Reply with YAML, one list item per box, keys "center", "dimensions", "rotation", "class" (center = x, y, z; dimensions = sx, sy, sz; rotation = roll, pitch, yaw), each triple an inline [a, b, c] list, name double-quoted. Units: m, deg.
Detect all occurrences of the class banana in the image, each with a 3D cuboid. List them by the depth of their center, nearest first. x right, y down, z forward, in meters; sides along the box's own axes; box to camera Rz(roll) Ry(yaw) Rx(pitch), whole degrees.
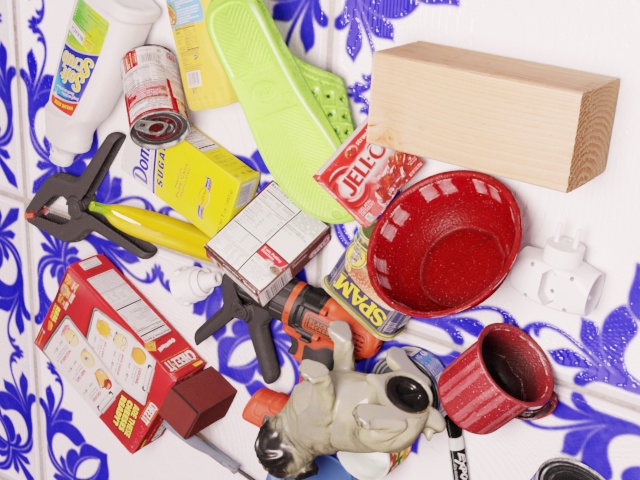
- center: [-0.182, -0.006, 1.289]
  dimensions: [0.198, 0.069, 0.037]
  rotation: [17, 101, 15]
  class: "banana"

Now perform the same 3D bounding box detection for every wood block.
- center: [0.155, -0.118, 0.981]
  dimensions: [0.206, 0.090, 0.091]
  rotation: [18, 116, 32]
  class: "wood block"

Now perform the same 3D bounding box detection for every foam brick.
- center: [-0.153, 0.202, 1.337]
  dimensions: [0.051, 0.078, 0.053]
  rotation: [41, 124, 19]
  class: "foam brick"

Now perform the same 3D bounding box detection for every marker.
- center: [0.150, 0.242, 1.160]
  dimensions: [0.020, 0.020, 0.121]
  rotation: [1, 107, 37]
  class: "marker"

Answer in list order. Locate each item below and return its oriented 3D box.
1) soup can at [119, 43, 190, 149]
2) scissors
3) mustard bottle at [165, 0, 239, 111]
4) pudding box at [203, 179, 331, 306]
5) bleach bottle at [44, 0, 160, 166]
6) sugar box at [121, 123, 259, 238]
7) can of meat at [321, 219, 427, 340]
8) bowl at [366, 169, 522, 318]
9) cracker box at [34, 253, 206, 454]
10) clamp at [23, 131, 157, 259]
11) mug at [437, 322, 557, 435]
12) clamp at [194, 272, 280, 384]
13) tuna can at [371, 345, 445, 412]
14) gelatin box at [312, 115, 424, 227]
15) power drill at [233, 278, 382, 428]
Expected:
- center: [-0.189, -0.164, 1.213]
  dimensions: [0.069, 0.068, 0.102]
  rotation: [-42, 50, 39]
  class: "soup can"
- center: [-0.125, 0.277, 1.348]
  dimensions: [0.202, 0.096, 0.016]
  rotation: [31, 83, 27]
  class: "scissors"
- center: [-0.130, -0.241, 1.169]
  dimensions: [0.096, 0.058, 0.191]
  rotation: [5, 110, 58]
  class: "mustard bottle"
- center: [-0.058, 0.002, 1.174]
  dimensions: [0.090, 0.113, 0.039]
  rotation: [40, 162, 20]
  class: "pudding box"
- center: [-0.276, -0.192, 1.286]
  dimensions: [0.103, 0.067, 0.251]
  rotation: [44, 125, 26]
  class: "bleach bottle"
- center: [-0.156, -0.082, 1.257]
  dimensions: [0.176, 0.048, 0.093]
  rotation: [34, 124, 22]
  class: "sugar box"
- center: [0.065, 0.040, 1.128]
  dimensions: [0.102, 0.057, 0.084]
  rotation: [43, 124, 16]
  class: "can of meat"
- center: [0.128, 0.013, 1.040]
  dimensions: [0.162, 0.055, 0.162]
  rotation: [-16, 54, 23]
  class: "bowl"
- center: [-0.267, 0.147, 1.408]
  dimensions: [0.214, 0.071, 0.164]
  rotation: [44, 127, 15]
  class: "cracker box"
- center: [-0.307, -0.057, 1.386]
  dimensions: [0.210, 0.036, 0.164]
  rotation: [1, 105, 33]
  class: "clamp"
- center: [0.181, 0.147, 1.068]
  dimensions: [0.117, 0.093, 0.082]
  rotation: [26, 135, -16]
  class: "mug"
- center: [-0.080, 0.089, 1.268]
  dimensions: [0.120, 0.039, 0.172]
  rotation: [30, 124, 10]
  class: "clamp"
- center: [0.099, 0.158, 1.159]
  dimensions: [0.086, 0.033, 0.086]
  rotation: [14, 114, 33]
  class: "tuna can"
- center: [0.048, -0.070, 1.070]
  dimensions: [0.073, 0.089, 0.030]
  rotation: [44, 175, -12]
  class: "gelatin box"
- center: [-0.032, 0.134, 1.215]
  dimensions: [0.184, 0.057, 0.188]
  rotation: [25, 119, 16]
  class: "power drill"
